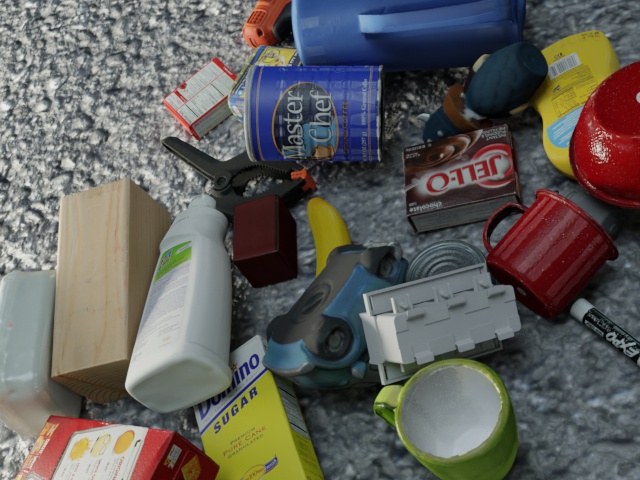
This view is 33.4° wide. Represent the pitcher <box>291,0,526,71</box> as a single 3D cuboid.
[{"bbox_3d":[0.095,-0.240,1.133,0.243,0.149,0.145,-5,62,13],"label":"pitcher"}]

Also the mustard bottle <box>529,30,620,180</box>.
[{"bbox_3d":[0.261,-0.114,1.033,0.096,0.058,0.191,-26,47,20],"label":"mustard bottle"}]

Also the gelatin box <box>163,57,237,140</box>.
[{"bbox_3d":[-0.138,-0.173,1.302,0.089,0.030,0.073,-40,49,-5],"label":"gelatin box"}]

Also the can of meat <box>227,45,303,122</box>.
[{"bbox_3d":[-0.049,-0.180,1.244,0.084,0.057,0.102,12,61,36],"label":"can of meat"}]

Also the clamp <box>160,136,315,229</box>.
[{"bbox_3d":[-0.107,-0.065,1.196,0.210,0.036,0.164,-12,58,19],"label":"clamp"}]

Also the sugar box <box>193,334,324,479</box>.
[{"bbox_3d":[-0.060,0.181,0.975,0.093,0.048,0.176,-36,49,13],"label":"sugar box"}]

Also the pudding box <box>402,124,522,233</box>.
[{"bbox_3d":[0.141,-0.061,1.068,0.114,0.039,0.090,-13,51,18],"label":"pudding box"}]

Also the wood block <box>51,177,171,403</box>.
[{"bbox_3d":[-0.214,0.052,1.109,0.090,0.090,0.206,-15,60,18],"label":"wood block"}]

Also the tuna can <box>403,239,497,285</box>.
[{"bbox_3d":[0.121,0.042,1.004,0.086,0.033,0.086,-14,51,17],"label":"tuna can"}]

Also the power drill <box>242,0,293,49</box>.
[{"bbox_3d":[0.013,-0.304,1.308,0.188,0.057,0.184,13,66,37],"label":"power drill"}]

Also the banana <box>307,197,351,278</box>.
[{"bbox_3d":[0.001,0.033,1.069,0.070,0.037,0.197,-4,54,24],"label":"banana"}]

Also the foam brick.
[{"bbox_3d":[-0.057,0.001,1.113,0.051,0.053,0.078,-15,49,16],"label":"foam brick"}]

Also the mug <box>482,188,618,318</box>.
[{"bbox_3d":[0.194,0.009,0.955,0.081,0.093,0.117,-47,54,-6],"label":"mug"}]

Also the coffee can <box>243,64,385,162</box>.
[{"bbox_3d":[-0.004,-0.134,1.130,0.140,0.103,0.102,1,54,6],"label":"coffee can"}]

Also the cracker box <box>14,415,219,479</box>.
[{"bbox_3d":[-0.206,0.248,0.950,0.214,0.072,0.164,-5,51,47],"label":"cracker box"}]

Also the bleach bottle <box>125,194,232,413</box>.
[{"bbox_3d":[-0.126,0.046,1.061,0.103,0.068,0.250,-28,37,28],"label":"bleach bottle"}]
